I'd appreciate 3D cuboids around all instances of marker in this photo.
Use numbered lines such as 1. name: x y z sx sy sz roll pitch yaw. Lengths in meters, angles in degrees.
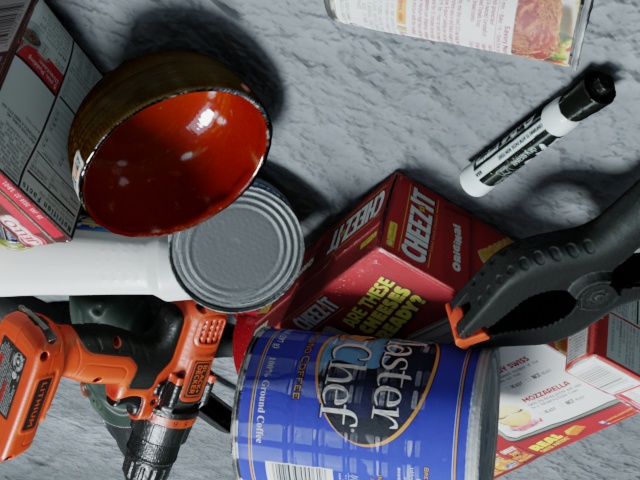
1. marker: 0.109 -0.053 0.546 0.020 0.020 0.121 26 152 -13

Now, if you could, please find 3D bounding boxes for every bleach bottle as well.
1. bleach bottle: -0.155 0.011 0.771 0.251 0.068 0.102 2 -173 19

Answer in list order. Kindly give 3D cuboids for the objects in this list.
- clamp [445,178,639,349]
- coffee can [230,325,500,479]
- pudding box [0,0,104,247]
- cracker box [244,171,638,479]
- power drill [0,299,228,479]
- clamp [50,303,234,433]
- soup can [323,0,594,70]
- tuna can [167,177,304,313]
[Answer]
1. clamp: 0.155 0.020 0.579 0.172 0.039 0.120 -29 129 25
2. coffee can: 0.030 0.107 0.629 0.140 0.102 0.103 4 149 15
3. pudding box: -0.161 -0.066 0.592 0.039 0.113 0.090 -4 145 24
4. cracker box: 0.085 0.065 0.700 0.213 0.072 0.164 30 139 -18
5. power drill: -0.167 0.120 0.819 0.057 0.184 0.187 30 -162 38
6. clamp: -0.160 0.099 0.973 0.210 0.036 0.165 22 143 2
7. soup can: 0.059 -0.111 0.422 0.102 0.068 0.068 14 152 12
8. tuna can: -0.054 0.001 0.680 0.086 0.086 0.034 28 -167 -17
